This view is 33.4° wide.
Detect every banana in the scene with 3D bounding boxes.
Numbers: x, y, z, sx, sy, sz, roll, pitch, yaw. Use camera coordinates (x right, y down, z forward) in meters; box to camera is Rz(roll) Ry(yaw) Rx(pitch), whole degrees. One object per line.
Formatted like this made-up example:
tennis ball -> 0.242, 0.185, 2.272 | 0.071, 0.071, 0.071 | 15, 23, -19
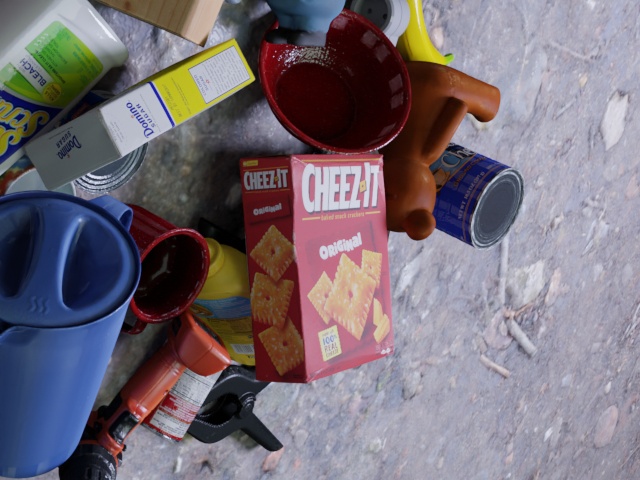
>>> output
banana -> 0.101, -0.243, 1.164 | 0.069, 0.037, 0.197 | -67, 151, -28

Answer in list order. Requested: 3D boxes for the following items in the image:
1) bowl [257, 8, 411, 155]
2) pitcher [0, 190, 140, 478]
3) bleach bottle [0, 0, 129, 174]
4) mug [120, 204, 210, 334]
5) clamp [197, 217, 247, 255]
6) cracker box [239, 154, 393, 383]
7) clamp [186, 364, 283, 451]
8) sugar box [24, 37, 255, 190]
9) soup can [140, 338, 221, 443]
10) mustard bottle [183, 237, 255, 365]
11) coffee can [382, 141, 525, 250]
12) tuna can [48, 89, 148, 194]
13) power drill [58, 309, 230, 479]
bowl -> 0.006, -0.148, 1.046 | 0.161, 0.162, 0.055 | -36, 178, -31
pitcher -> -0.224, 0.080, 0.857 | 0.149, 0.145, 0.243 | -4, 141, -25
bleach bottle -> -0.261, -0.084, 0.804 | 0.250, 0.068, 0.102 | -51, 144, -10
mug -> -0.165, 0.028, 0.974 | 0.093, 0.082, 0.117 | 2, 111, -51
clamp -> -0.057, 0.001, 1.121 | 0.120, 0.039, 0.171 | -34, 144, -12
cracker box -> 0.002, 0.022, 1.054 | 0.163, 0.072, 0.214 | -7, 95, -55
clamp -> -0.086, 0.170, 1.202 | 0.209, 0.036, 0.165 | 8, 107, -52
sugar box -> -0.139, -0.102, 0.841 | 0.175, 0.094, 0.048 | -38, 105, -50
soup can -> -0.146, 0.146, 1.088 | 0.102, 0.069, 0.068 | -59, 144, -5
mustard bottle -> -0.091, 0.057, 1.073 | 0.191, 0.096, 0.058 | 61, 35, -49
coffee can -> 0.152, -0.061, 1.251 | 0.102, 0.140, 0.103 | -29, 133, -37
tuna can -> -0.190, -0.085, 0.911 | 0.086, 0.034, 0.086 | -29, 133, -37
power drill -> -0.165, 0.153, 0.969 | 0.187, 0.184, 0.057 | -45, 106, -1
